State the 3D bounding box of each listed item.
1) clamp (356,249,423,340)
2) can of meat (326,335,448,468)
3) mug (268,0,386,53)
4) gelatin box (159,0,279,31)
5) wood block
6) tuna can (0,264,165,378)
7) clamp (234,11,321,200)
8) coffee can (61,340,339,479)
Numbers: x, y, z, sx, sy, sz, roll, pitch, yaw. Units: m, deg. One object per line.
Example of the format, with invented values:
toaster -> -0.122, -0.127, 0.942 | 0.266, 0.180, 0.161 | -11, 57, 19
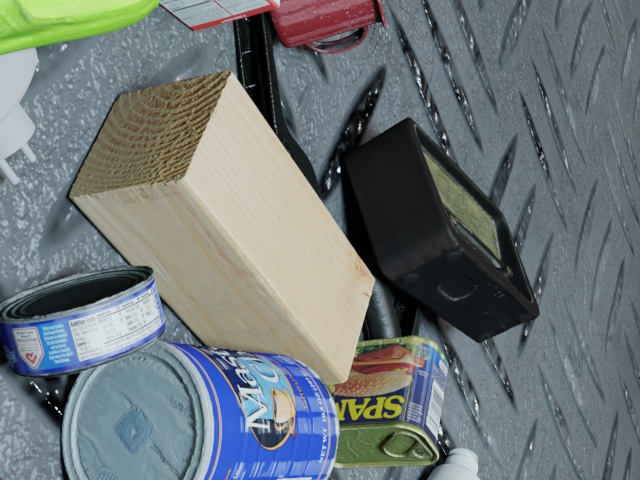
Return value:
clamp -> 0.069, 0.095, 0.937 | 0.120, 0.039, 0.171 | 6, 78, -56
can of meat -> 0.045, 0.125, 0.825 | 0.057, 0.102, 0.084 | 55, 38, -40
mug -> 0.002, -0.189, 0.822 | 0.117, 0.081, 0.093 | 67, 9, -54
gelatin box -> -0.079, -0.179, 0.706 | 0.089, 0.073, 0.030 | 32, 55, -52
wood block -> -0.055, 0.001, 0.692 | 0.206, 0.090, 0.090 | 54, 40, -40
tuna can -> -0.126, 0.042, 0.564 | 0.086, 0.086, 0.034 | -32, 113, -57
clamp -> -0.040, -0.068, 0.786 | 0.210, 0.036, 0.164 | 61, 33, -32
coffee can -> -0.067, 0.114, 0.632 | 0.140, 0.103, 0.103 | 17, 69, -58
